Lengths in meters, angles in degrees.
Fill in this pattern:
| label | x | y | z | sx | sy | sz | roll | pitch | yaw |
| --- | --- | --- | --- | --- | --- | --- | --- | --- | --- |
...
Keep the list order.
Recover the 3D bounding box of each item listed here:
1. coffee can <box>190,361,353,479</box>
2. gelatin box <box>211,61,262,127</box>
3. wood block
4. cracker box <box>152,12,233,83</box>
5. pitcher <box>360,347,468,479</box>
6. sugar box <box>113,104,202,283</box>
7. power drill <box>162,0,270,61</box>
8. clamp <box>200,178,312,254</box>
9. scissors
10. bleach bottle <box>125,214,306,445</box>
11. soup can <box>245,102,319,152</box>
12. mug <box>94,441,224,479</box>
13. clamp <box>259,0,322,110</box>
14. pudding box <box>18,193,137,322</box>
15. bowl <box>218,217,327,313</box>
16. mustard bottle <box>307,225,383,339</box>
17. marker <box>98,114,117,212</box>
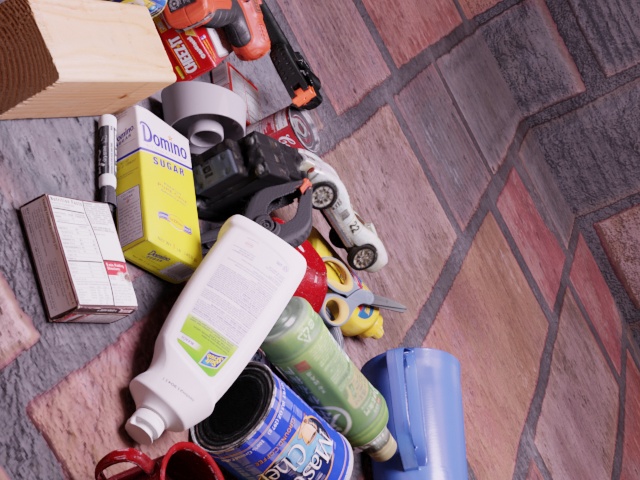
| label | x | y | z | sx | sy | sz | roll | pitch | yaw |
| --- | --- | --- | --- | --- | --- | --- | --- | --- | --- |
| coffee can | -0.047 | 0.201 | 1.066 | 0.140 | 0.103 | 0.103 | 48 | 29 | -35 |
| gelatin box | -0.109 | -0.179 | 1.402 | 0.073 | 0.030 | 0.089 | 37 | 36 | -50 |
| wood block | -0.241 | -0.177 | 1.041 | 0.090 | 0.091 | 0.205 | 67 | 23 | 2 |
| cracker box | -0.166 | -0.303 | 1.349 | 0.164 | 0.072 | 0.213 | 59 | 23 | -15 |
| pitcher | 0.119 | 0.260 | 1.331 | 0.149 | 0.145 | 0.243 | 17 | 50 | -26 |
| sugar box | -0.172 | -0.050 | 1.120 | 0.093 | 0.048 | 0.176 | 35 | 39 | -50 |
| power drill | -0.132 | -0.306 | 1.252 | 0.187 | 0.057 | 0.184 | -11 | 80 | -67 |
| clamp | -0.058 | 0.001 | 1.167 | 0.171 | 0.039 | 0.120 | -39 | 77 | -24 |
| scissors | 0.050 | 0.088 | 1.365 | 0.201 | 0.016 | 0.096 | 38 | 53 | -42 |
| bleach bottle | -0.112 | 0.089 | 1.026 | 0.102 | 0.068 | 0.250 | 32 | 51 | 5 |
| soup can | -0.061 | -0.122 | 1.353 | 0.068 | 0.102 | 0.068 | 46 | 30 | -37 |
| mug | -0.140 | 0.216 | 0.881 | 0.117 | 0.082 | 0.093 | 52 | 27 | -29 |
| clamp | -0.031 | -0.217 | 1.377 | 0.164 | 0.036 | 0.210 | 50 | 12 | -36 |
| pudding box | -0.218 | 0.017 | 0.967 | 0.089 | 0.039 | 0.113 | 9 | 57 | -62 |
| bowl | -0.043 | 0.024 | 1.241 | 0.162 | 0.055 | 0.162 | 42 | 14 | -14 |
| mustard bottle | 0.026 | 0.071 | 1.406 | 0.191 | 0.058 | 0.096 | 48 | 24 | -35 |
| marker | -0.217 | -0.077 | 1.086 | 0.020 | 0.020 | 0.121 | 38 | 35 | -47 |
